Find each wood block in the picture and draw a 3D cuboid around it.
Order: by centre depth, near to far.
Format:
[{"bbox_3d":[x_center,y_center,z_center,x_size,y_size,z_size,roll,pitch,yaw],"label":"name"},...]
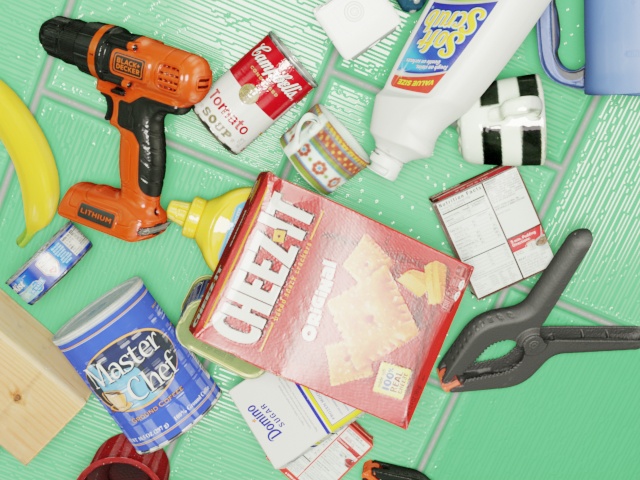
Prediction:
[{"bbox_3d":[-0.328,0.109,1.041,0.206,0.090,0.091,43,98,-9],"label":"wood block"}]

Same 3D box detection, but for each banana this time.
[{"bbox_3d":[-0.297,-0.091,1.022,0.069,0.037,0.198,-18,102,2],"label":"banana"}]

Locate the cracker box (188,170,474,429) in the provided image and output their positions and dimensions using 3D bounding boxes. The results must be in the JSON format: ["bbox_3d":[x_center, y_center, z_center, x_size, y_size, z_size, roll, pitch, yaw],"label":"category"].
[{"bbox_3d":[0.011,0.054,0.971,0.213,0.072,0.164,25,87,-10],"label":"cracker box"}]

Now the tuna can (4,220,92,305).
[{"bbox_3d":[-0.259,0.022,1.023,0.086,0.086,0.033,-42,101,8],"label":"tuna can"}]

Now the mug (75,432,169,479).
[{"bbox_3d":[-0.185,0.249,1.077,0.117,0.081,0.093,19,102,-5],"label":"mug"}]

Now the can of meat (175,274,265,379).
[{"bbox_3d":[-0.088,0.085,1.039,0.102,0.084,0.057,28,101,-7],"label":"can of meat"}]

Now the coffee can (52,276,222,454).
[{"bbox_3d":[-0.177,0.121,1.038,0.103,0.103,0.140,-33,101,7],"label":"coffee can"}]

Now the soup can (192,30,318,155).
[{"bbox_3d":[-0.062,-0.137,0.997,0.102,0.068,0.068,-40,100,9],"label":"soup can"}]

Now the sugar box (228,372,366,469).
[{"bbox_3d":[0.008,0.139,1.051,0.176,0.048,0.093,-34,76,4],"label":"sugar box"}]

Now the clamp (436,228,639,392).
[{"bbox_3d":[0.206,0.083,1.049,0.210,0.036,0.164,-24,122,9],"label":"clamp"}]

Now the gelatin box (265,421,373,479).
[{"bbox_3d":[-0.001,0.212,1.097,0.073,0.030,0.089,43,97,-8],"label":"gelatin box"}]

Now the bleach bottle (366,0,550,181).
[{"bbox_3d":[0.122,-0.164,0.955,0.068,0.103,0.251,20,103,-49],"label":"bleach bottle"}]

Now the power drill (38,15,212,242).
[{"bbox_3d":[-0.195,-0.105,0.991,0.185,0.057,0.188,21,112,24],"label":"power drill"}]

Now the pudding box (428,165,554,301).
[{"bbox_3d":[0.169,-0.010,1.043,0.090,0.039,0.113,-24,100,5],"label":"pudding box"}]

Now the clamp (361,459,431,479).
[{"bbox_3d":[0.114,0.290,1.110,0.120,0.039,0.171,-35,101,6],"label":"clamp"}]

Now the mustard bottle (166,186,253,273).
[{"bbox_3d":[-0.057,0.001,1.033,0.191,0.058,0.096,20,94,-5],"label":"mustard bottle"}]
